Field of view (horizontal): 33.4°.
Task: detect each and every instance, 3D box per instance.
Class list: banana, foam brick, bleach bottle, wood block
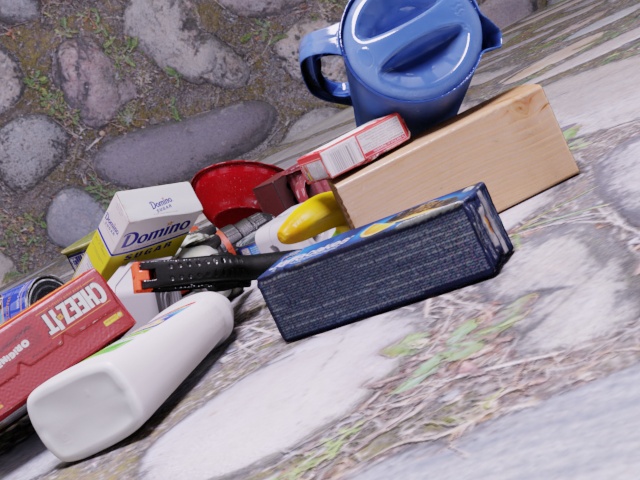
[{"bbox_3d":[0.012,-0.021,1.086,0.070,0.037,0.197,-59,-16,8],"label":"banana"},{"bbox_3d":[-0.044,-0.050,1.430,0.052,0.078,0.051,-36,14,-37],"label":"foam brick"},{"bbox_3d":[-0.144,0.100,0.927,0.103,0.068,0.250,-27,5,22],"label":"bleach bottle"},{"bbox_3d":[0.119,-0.060,0.997,0.206,0.091,0.090,-27,9,-1],"label":"wood block"}]

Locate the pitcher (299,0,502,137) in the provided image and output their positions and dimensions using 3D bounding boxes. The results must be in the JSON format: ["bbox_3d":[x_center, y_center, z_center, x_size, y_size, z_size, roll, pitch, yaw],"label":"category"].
[{"bbox_3d":[0.077,-0.162,1.075,0.145,0.149,0.243,-47,-11,-8],"label":"pitcher"}]

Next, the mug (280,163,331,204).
[{"bbox_3d":[0.003,-0.066,1.369,0.093,0.081,0.117,-21,10,27],"label":"mug"}]

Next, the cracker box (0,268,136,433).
[{"bbox_3d":[-0.275,0.116,0.991,0.164,0.072,0.214,-36,-1,-27],"label":"cracker box"}]

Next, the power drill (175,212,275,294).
[{"bbox_3d":[-0.160,0.016,1.438,0.184,0.057,0.188,-29,10,-19],"label":"power drill"}]

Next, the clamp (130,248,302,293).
[{"bbox_3d":[-0.100,0.033,1.056,0.209,0.036,0.165,-4,-7,-36],"label":"clamp"}]

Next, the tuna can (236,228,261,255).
[{"bbox_3d":[-0.059,0.002,1.314,0.086,0.034,0.086,-26,9,4],"label":"tuna can"}]

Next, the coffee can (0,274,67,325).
[{"bbox_3d":[-0.395,0.114,1.397,0.140,0.103,0.102,-21,10,27],"label":"coffee can"}]

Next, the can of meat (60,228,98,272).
[{"bbox_3d":[-0.252,0.027,1.294,0.058,0.084,0.102,-18,13,32],"label":"can of meat"}]

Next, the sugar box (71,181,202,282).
[{"bbox_3d":[-0.205,0.009,1.175,0.093,0.048,0.176,-12,-26,-38],"label":"sugar box"}]

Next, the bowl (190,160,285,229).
[{"bbox_3d":[-0.105,-0.049,1.508,0.162,0.055,0.162,0,-27,0],"label":"bowl"}]

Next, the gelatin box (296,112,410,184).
[{"bbox_3d":[0.030,-0.085,0.994,0.089,0.030,0.073,-28,7,-16],"label":"gelatin box"}]
